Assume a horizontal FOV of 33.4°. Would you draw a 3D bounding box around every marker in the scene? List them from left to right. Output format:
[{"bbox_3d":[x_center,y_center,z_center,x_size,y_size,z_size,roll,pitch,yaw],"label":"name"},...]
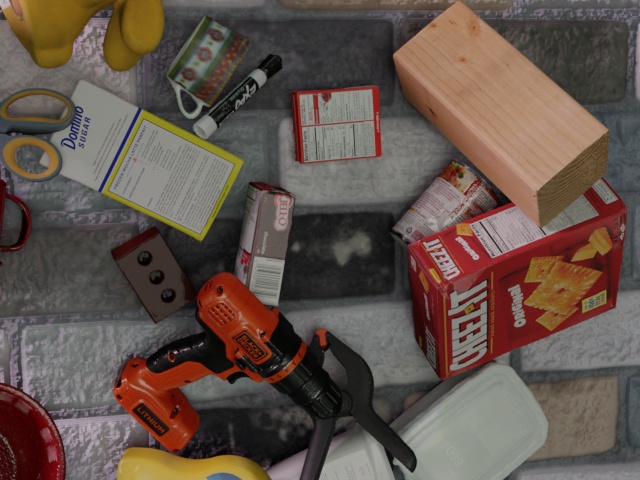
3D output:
[{"bbox_3d":[-0.079,-0.144,1.049,0.020,0.020,0.121,50,63,-15],"label":"marker"}]

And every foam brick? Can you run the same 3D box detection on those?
[{"bbox_3d":[-0.164,0.033,1.059,0.053,0.051,0.078,-33,104,-7],"label":"foam brick"}]

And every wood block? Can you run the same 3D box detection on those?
[{"bbox_3d":[0.174,-0.123,1.036,0.090,0.090,0.206,-40,65,-5],"label":"wood block"}]

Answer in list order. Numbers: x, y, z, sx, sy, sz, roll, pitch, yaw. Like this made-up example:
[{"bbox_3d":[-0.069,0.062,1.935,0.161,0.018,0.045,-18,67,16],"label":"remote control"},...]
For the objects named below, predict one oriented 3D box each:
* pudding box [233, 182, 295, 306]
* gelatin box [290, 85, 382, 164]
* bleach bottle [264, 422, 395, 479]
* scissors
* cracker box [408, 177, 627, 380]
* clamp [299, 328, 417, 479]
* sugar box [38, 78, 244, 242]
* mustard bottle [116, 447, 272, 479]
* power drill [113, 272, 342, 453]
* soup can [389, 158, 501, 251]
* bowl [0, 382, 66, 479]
[{"bbox_3d":[-0.057,0.001,1.059,0.039,0.090,0.113,10,97,-13],"label":"pudding box"},{"bbox_3d":[0.016,-0.119,1.090,0.089,0.030,0.073,-6,101,-12],"label":"gelatin box"},{"bbox_3d":[-0.047,0.279,1.118,0.250,0.068,0.102,-20,97,-6],"label":"bleach bottle"},{"bbox_3d":[-0.325,-0.094,0.997,0.202,0.016,0.096,-9,91,2],"label":"scissors"},{"bbox_3d":[0.203,0.039,1.095,0.213,0.072,0.164,-22,139,-10],"label":"cracker box"},{"bbox_3d":[0.013,0.178,1.092,0.120,0.039,0.171,-21,67,-6],"label":"clamp"},{"bbox_3d":[-0.174,-0.078,1.044,0.176,0.048,0.093,27,91,-11],"label":"sugar box"},{"bbox_3d":[-0.104,0.260,1.058,0.191,0.058,0.096,4,100,1],"label":"mustard bottle"},{"bbox_3d":[-0.094,0.136,1.045,0.188,0.057,0.184,-34,108,25],"label":"power drill"},{"bbox_3d":[0.130,-0.025,1.110,0.068,0.068,0.102,42,88,-15],"label":"soup can"},{"bbox_3d":[-0.323,0.213,0.995,0.161,0.055,0.162,8,73,-25],"label":"bowl"}]
